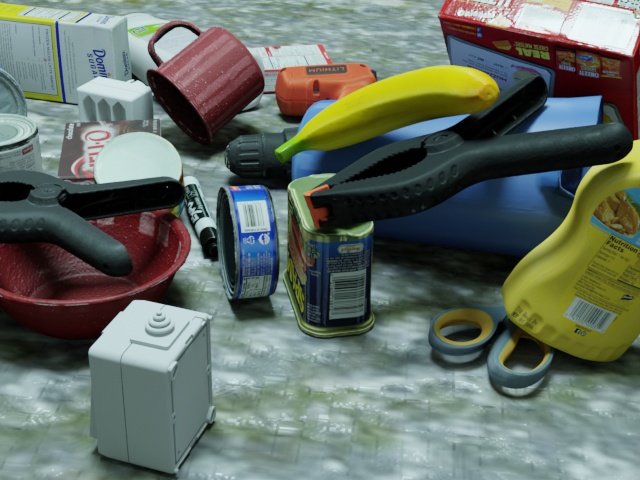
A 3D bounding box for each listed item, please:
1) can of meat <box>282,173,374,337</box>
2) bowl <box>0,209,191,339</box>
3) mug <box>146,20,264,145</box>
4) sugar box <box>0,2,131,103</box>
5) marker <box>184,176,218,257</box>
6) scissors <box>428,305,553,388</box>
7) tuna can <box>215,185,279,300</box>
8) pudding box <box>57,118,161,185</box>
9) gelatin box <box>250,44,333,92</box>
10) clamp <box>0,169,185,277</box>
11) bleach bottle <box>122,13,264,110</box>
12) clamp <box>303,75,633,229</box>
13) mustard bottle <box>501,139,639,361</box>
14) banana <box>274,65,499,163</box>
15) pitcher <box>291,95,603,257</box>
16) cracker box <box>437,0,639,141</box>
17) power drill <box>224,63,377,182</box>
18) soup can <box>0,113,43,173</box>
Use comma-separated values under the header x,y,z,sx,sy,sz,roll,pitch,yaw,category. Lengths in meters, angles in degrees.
x,y,z,sx,sy,sz,roll,pitch,yaw,category
0.006,0.009,0.793,0.057,0.084,0.102,-5,30,-10,can of meat
-0.175,0.025,0.784,0.162,0.055,0.162,1,29,-1,bowl
-0.116,-0.162,1.037,0.081,0.117,0.093,-43,6,-16,mug
-0.291,-0.199,1.139,0.176,0.093,0.048,8,30,10,sugar box
-0.101,-0.020,0.905,0.020,0.020,0.121,-7,31,-15,marker
0.138,0.047,0.795,0.096,0.016,0.201,12,28,10,scissors
-0.055,0.001,0.802,0.033,0.086,0.086,-4,30,-14,tuna can
-0.189,-0.070,0.969,0.090,0.039,0.113,-3,30,-8,pudding box
-0.033,-0.194,1.205,0.089,0.030,0.073,-5,31,-11,gelatin box
-0.190,-0.016,0.761,0.171,0.039,0.120,1,25,4,clamp
-0.165,-0.209,1.195,0.102,0.068,0.251,-16,31,-27,bleach bottle
0.093,-0.053,0.719,0.210,0.036,0.165,-23,21,-8,clamp
0.208,-0.009,0.706,0.096,0.192,0.058,24,31,-12,mustard bottle
0.056,-0.093,0.772,0.198,0.037,0.069,-14,34,42,banana
0.109,-0.054,0.874,0.243,0.149,0.145,5,49,18,pitcher
0.203,-0.133,0.922,0.164,0.213,0.072,18,68,26,cracker box
-0.002,-0.112,1.038,0.184,0.057,0.187,-1,31,-5,power drill
-0.254,-0.042,0.852,0.068,0.102,0.068,1,29,-1,soup can
